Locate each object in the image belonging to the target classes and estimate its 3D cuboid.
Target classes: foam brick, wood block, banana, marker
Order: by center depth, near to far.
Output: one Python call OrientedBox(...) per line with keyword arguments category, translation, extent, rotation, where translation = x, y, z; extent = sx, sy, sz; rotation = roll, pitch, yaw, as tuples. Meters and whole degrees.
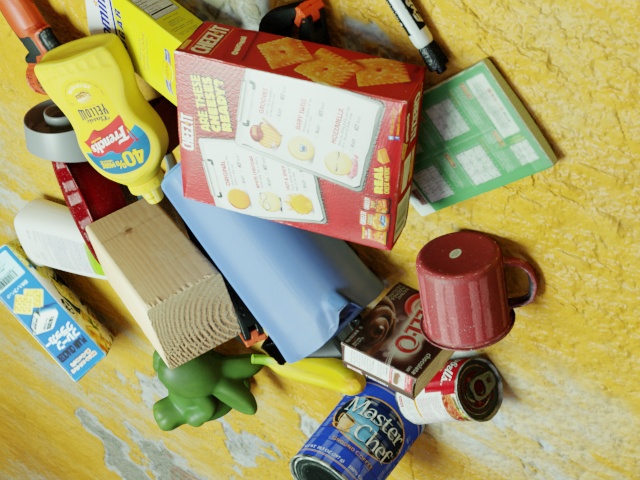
OrientedBox(category="marker", translation=(0.071, -0.191, 0.890), extent=(0.020, 0.020, 0.121), rotation=(-14, 116, 51))
OrientedBox(category="foam brick", translation=(-0.195, -0.122, 1.196), extent=(0.078, 0.051, 0.053), rotation=(-11, 118, 38))
OrientedBox(category="wood block", translation=(-0.181, 0.042, 1.211), extent=(0.206, 0.090, 0.090), rotation=(43, 155, 50))
OrientedBox(category="banana", translation=(0.000, 0.163, 1.295), extent=(0.198, 0.069, 0.037), rotation=(4, 98, 49))

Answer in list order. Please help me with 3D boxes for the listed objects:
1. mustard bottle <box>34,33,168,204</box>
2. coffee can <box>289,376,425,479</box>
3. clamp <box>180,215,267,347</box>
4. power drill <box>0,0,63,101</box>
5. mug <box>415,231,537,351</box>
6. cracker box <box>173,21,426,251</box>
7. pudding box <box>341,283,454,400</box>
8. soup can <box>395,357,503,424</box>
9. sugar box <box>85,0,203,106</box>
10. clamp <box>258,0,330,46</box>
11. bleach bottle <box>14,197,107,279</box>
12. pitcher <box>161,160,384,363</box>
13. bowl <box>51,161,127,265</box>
OrientedBox(category="mustard bottle", translation=(-0.215, -0.119, 1.124), extent=(0.096, 0.058, 0.191), rotation=(-11, 124, 22))
OrientedBox(category="coffee can", translation=(0.045, 0.244, 1.268), extent=(0.103, 0.140, 0.103), rotation=(27, 143, 23))
OrientedBox(category="clamp", translation=(-0.130, 0.047, 1.284), extent=(0.210, 0.036, 0.165), rotation=(57, 154, 22))
OrientedBox(category="power drill", translation=(-0.310, -0.238, 1.177), extent=(0.185, 0.057, 0.187), rotation=(11, 133, 52))
OrientedBox(category="mug", translation=(0.147, 0.044, 1.012), extent=(0.117, 0.093, 0.081), rotation=(-6, 123, 11))
OrientedBox(category="cracker box", translation=(-0.019, -0.096, 0.969), extent=(0.214, 0.072, 0.164), rotation=(15, 131, 15))
OrientedBox(category="pudding box", translation=(0.088, 0.102, 1.100), extent=(0.090, 0.113, 0.039), rotation=(23, 138, 27))
OrientedBox(category="soup can", translation=(0.138, 0.164, 1.155), extent=(0.102, 0.068, 0.068), rotation=(-16, 114, 53))
OrientedBox(category="sugar box", translation=(-0.169, -0.205, 1.076), extent=(0.176, 0.048, 0.093), rotation=(37, 146, 24))
OrientedBox(category="clamp", translation=(-0.027, -0.157, 1.008), extent=(0.120, 0.039, 0.172), rotation=(44, 150, -1))
OrientedBox(category="bleach bottle", translation=(-0.301, 0.014, 1.452), extent=(0.251, 0.068, 0.102), rotation=(16, 140, 31))
OrientedBox(category="pitcher", translation=(-0.057, 0.001, 1.141), extent=(0.149, 0.144, 0.243), rotation=(-36, 95, 33))
OrientedBox(category="bowl", translation=(-0.282, -0.051, 1.338), extent=(0.162, 0.055, 0.162), rotation=(54, 159, 31))
